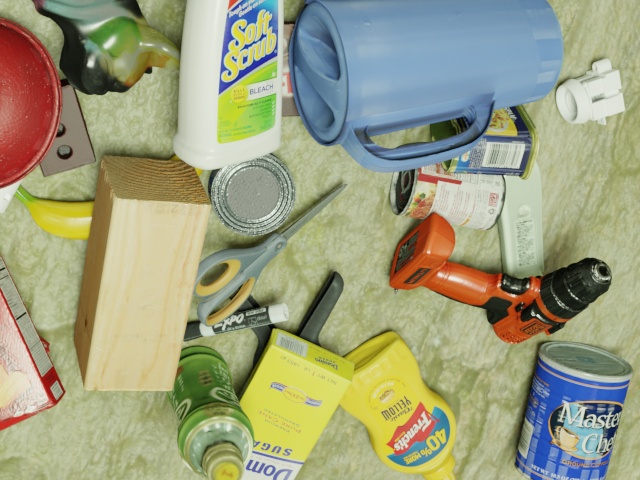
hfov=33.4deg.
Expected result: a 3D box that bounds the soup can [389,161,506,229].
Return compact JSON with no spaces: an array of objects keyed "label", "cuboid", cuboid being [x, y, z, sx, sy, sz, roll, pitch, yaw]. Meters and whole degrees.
[{"label":"soup can","cuboid":[0.131,-0.051,1.099,0.102,0.068,0.068,9,103,-16]}]

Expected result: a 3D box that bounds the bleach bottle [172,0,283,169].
[{"label":"bleach bottle","cuboid":[-0.080,-0.193,0.934,0.102,0.068,0.251,-19,126,-33]}]

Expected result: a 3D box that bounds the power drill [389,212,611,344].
[{"label":"power drill","cuboid":[0.179,0.039,1.093,0.187,0.185,0.057,24,59,-12]}]

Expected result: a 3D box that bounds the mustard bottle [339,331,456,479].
[{"label":"mustard bottle","cuboid":[0.094,0.198,1.168,0.096,0.058,0.191,-35,111,0]}]

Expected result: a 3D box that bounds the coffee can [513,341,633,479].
[{"label":"coffee can","cuboid":[0.280,0.196,1.186,0.102,0.103,0.140,6,104,-15]}]

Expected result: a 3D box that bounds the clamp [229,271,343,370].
[{"label":"clamp","cuboid":[-0.024,0.107,1.121,0.120,0.039,0.171,-9,112,10]}]

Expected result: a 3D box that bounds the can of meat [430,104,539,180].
[{"label":"can of meat","cuboid":[0.162,-0.107,1.072,0.084,0.102,0.057,2,126,-11]}]

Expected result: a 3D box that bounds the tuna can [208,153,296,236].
[{"label":"tuna can","cuboid":[-0.070,-0.050,1.071,0.086,0.034,0.086,-3,106,-12]}]

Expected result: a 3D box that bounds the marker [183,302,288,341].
[{"label":"marker","cuboid":[-0.091,0.084,1.091,0.121,0.020,0.020,-13,110,17]}]

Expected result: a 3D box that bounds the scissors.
[{"label":"scissors","cuboid":[-0.057,0.001,1.051,0.202,0.016,0.096,-49,148,-1]}]

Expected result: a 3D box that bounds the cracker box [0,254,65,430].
[{"label":"cracker box","cuboid":[-0.361,0.089,0.997,0.164,0.072,0.213,-24,96,-2]}]

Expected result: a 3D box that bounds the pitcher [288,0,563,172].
[{"label":"pitcher","cuboid":[0.104,-0.160,0.997,0.242,0.145,0.149,-10,112,-21]}]

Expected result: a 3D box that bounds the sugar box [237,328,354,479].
[{"label":"sugar box","cuboid":[-0.045,0.184,1.108,0.093,0.048,0.176,25,112,-5]}]

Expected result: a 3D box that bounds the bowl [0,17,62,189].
[{"label":"bowl","cuboid":[-0.314,-0.124,0.945,0.162,0.055,0.162,0,90,13]}]

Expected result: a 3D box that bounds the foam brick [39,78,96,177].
[{"label":"foam brick","cuboid":[-0.247,-0.108,1.004,0.053,0.051,0.078,-18,109,-8]}]

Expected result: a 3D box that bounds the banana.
[{"label":"banana","cuboid":[-0.196,-0.042,1.042,0.197,0.037,0.069,-15,111,-8]}]

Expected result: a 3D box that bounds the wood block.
[{"label":"wood block","cuboid":[-0.173,0.033,1.013,0.090,0.091,0.206,3,119,-22]}]
